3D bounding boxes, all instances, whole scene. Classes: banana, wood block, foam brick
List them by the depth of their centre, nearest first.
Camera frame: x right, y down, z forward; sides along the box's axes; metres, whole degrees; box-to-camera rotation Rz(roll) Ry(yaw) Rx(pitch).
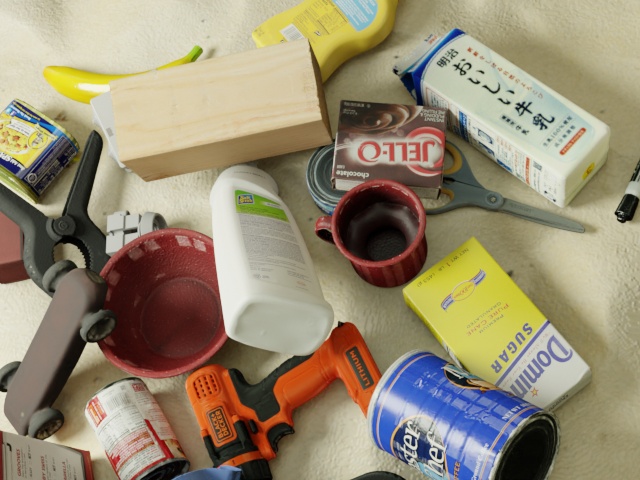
[{"bbox_3d":[-0.099,-0.132,1.094,0.206,0.090,0.090,-11,78,7],"label":"wood block"},{"bbox_3d":[-0.340,0.001,1.174,0.051,0.053,0.078,-13,64,7],"label":"foam brick"},{"bbox_3d":[-0.233,-0.184,1.240,0.198,0.037,0.069,-5,45,9],"label":"banana"}]

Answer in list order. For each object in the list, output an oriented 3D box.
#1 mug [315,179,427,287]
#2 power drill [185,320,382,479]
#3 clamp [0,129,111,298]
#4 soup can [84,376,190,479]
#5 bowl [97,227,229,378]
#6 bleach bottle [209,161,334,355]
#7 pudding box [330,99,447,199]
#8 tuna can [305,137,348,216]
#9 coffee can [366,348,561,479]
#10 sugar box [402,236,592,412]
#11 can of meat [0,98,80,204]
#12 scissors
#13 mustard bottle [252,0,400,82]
[{"bbox_3d":[0.052,-0.003,1.072,0.117,0.081,0.093,4,69,14],"label":"mug"},{"bbox_3d":[-0.022,0.175,1.027,0.187,0.057,0.184,-26,68,0],"label":"power drill"},{"bbox_3d":[-0.291,-0.013,1.140,0.164,0.036,0.210,-9,78,-30],"label":"clamp"},{"bbox_3d":[-0.181,0.194,1.049,0.068,0.068,0.102,-34,64,-3],"label":"soup can"},{"bbox_3d":[-0.153,0.071,1.101,0.162,0.055,0.162,-5,67,11],"label":"bowl"},{"bbox_3d":[-0.057,0.001,1.072,0.102,0.068,0.251,15,34,-22],"label":"bleach bottle"},{"bbox_3d":[0.071,-0.093,1.091,0.113,0.039,0.090,4,69,5],"label":"pudding box"},{"bbox_3d":[0.028,-0.067,1.130,0.086,0.033,0.086,-5,67,11],"label":"tuna can"},{"bbox_3d":[0.126,0.170,0.949,0.141,0.102,0.102,24,74,40],"label":"coffee can"},{"bbox_3d":[0.168,0.091,1.026,0.093,0.048,0.176,-38,64,-5],"label":"sugar box"},{"bbox_3d":[-0.337,-0.104,1.216,0.102,0.057,0.084,32,75,22],"label":"can of meat"},{"bbox_3d":[0.173,-0.059,1.104,0.202,0.016,0.096,4,69,14],"label":"scissors"},{"bbox_3d":[0.025,-0.248,1.193,0.191,0.058,0.096,-35,63,-3],"label":"mustard bottle"}]
